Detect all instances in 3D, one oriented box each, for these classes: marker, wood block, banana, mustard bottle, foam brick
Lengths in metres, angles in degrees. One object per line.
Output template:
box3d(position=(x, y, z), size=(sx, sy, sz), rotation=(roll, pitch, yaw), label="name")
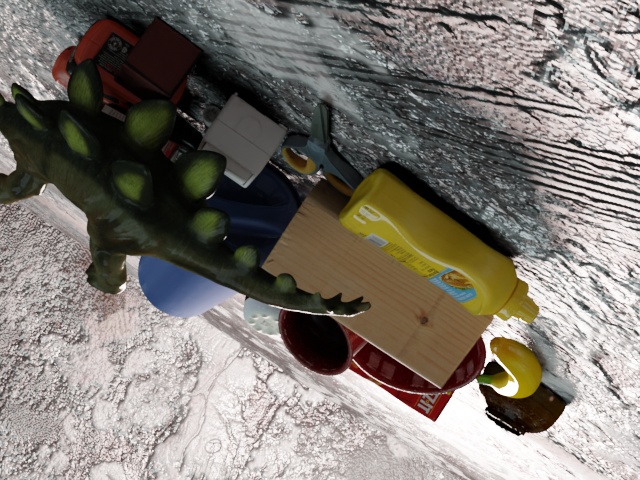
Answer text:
box3d(position=(-0.110, -0.112, 1.110), size=(0.020, 0.020, 0.121), rotation=(33, 169, 4), label="marker")
box3d(position=(0.057, 0.039, 1.032), size=(0.206, 0.091, 0.090), rotation=(34, -162, 0), label="wood block")
box3d(position=(0.219, 0.150, 1.216), size=(0.069, 0.037, 0.198), rotation=(5, 159, 5), label="banana")
box3d(position=(0.110, 0.013, 0.933), size=(0.191, 0.058, 0.096), rotation=(35, 166, -6), label="mustard bottle")
box3d(position=(-0.145, -0.155, 0.951), size=(0.053, 0.051, 0.078), rotation=(35, 169, -13), label="foam brick")

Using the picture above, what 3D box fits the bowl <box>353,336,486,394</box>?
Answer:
box3d(position=(0.109, 0.100, 1.194), size=(0.162, 0.055, 0.162), rotation=(10, 134, 10), label="bowl")

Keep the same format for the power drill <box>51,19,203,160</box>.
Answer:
box3d(position=(-0.186, -0.146, 1.082), size=(0.184, 0.057, 0.188), rotation=(32, 168, -11), label="power drill")

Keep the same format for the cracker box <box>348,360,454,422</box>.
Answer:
box3d(position=(0.081, 0.142, 1.390), size=(0.214, 0.072, 0.164), rotation=(32, -172, 10), label="cracker box")

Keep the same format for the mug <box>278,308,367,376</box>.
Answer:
box3d(position=(0.009, 0.087, 1.129), size=(0.093, 0.081, 0.117), rotation=(53, 136, -2), label="mug")

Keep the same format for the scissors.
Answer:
box3d(position=(0.013, -0.075, 0.940), size=(0.096, 0.016, 0.202), rotation=(34, 169, -10), label="scissors")

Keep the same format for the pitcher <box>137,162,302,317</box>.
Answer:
box3d(position=(-0.114, 0.014, 1.194), size=(0.243, 0.144, 0.149), rotation=(-36, 69, 60), label="pitcher")
